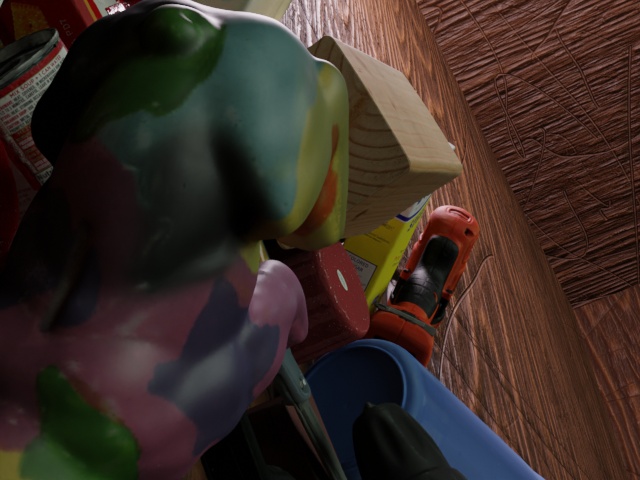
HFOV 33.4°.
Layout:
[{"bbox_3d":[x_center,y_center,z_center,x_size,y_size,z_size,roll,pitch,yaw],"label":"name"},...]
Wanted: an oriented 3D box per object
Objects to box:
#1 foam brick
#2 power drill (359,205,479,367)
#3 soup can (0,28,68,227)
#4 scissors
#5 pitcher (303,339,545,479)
[{"bbox_3d":[-0.022,0.134,0.632,0.078,0.053,0.051,68,15,5],"label":"foam brick"},{"bbox_3d":[0.068,0.078,0.900,0.057,0.185,0.187,23,31,7],"label":"power drill"},{"bbox_3d":[-0.126,-0.039,0.507,0.102,0.068,0.068,59,17,-26],"label":"soup can"},{"bbox_3d":[-0.019,0.062,0.598,0.096,0.016,0.201,-92,159,-49],"label":"scissors"},{"bbox_3d":[0.076,0.184,0.768,0.242,0.145,0.149,48,0,-40],"label":"pitcher"}]
